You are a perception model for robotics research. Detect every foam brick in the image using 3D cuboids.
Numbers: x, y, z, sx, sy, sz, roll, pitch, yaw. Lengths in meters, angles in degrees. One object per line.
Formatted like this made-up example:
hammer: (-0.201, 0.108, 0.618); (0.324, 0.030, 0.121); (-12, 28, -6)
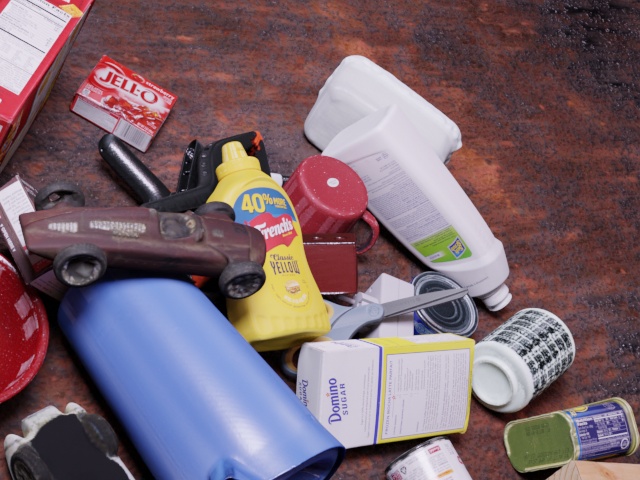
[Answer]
foam brick: (-0.003, 0.022, 1.027); (0.078, 0.051, 0.053); (-1, 9, 2)

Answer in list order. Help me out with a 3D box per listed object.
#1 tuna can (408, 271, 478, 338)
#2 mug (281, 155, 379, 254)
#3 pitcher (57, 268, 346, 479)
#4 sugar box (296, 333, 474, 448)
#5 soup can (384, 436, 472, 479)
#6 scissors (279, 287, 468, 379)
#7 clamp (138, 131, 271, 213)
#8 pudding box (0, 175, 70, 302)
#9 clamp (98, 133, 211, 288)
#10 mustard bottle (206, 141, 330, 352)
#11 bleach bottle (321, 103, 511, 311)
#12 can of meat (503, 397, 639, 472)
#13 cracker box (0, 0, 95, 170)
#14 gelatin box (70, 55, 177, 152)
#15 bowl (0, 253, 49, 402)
tuna can: (0.121, 0.075, 1.113); (0.086, 0.034, 0.086); (19, 46, -20)
mug: (0.006, -0.026, 1.088); (0.117, 0.082, 0.093); (31, 43, -7)
pitcher: (-0.099, 0.123, 0.856); (0.144, 0.149, 0.243); (-25, 62, -35)
sugar box: (0.060, 0.136, 0.979); (0.175, 0.048, 0.093); (1, 96, -32)
soup can: (0.109, 0.234, 0.941); (0.068, 0.069, 0.102); (-9, 59, -39)
scissors: (0.043, 0.086, 1.004); (0.201, 0.016, 0.096); (0, 57, -1)
clamp: (-0.082, -0.026, 1.022); (0.164, 0.036, 0.209); (47, 36, -19)
pudding box: (-0.224, 0.007, 0.890); (0.090, 0.039, 0.113); (57, 3, 20)
clamp: (-0.133, -0.035, 1.034); (0.120, 0.039, 0.171); (-15, 71, -43)
mustard bottle: (-0.056, 0.001, 0.956); (0.096, 0.058, 0.191); (-1, 68, -45)
bleach bottle: (0.115, -0.022, 1.138); (0.250, 0.103, 0.068); (50, 44, -16)
can of meat: (0.242, 0.193, 1.043); (0.083, 0.102, 0.057); (-3, 74, -33)
cracker box: (-0.280, -0.128, 0.922); (0.072, 0.164, 0.213); (29, 43, -13)
gelatin box: (-0.200, -0.141, 1.086); (0.089, 0.030, 0.073); (30, 42, -9)
bowl: (-0.294, 0.073, 0.817); (0.162, 0.055, 0.162); (19, 46, -20)
